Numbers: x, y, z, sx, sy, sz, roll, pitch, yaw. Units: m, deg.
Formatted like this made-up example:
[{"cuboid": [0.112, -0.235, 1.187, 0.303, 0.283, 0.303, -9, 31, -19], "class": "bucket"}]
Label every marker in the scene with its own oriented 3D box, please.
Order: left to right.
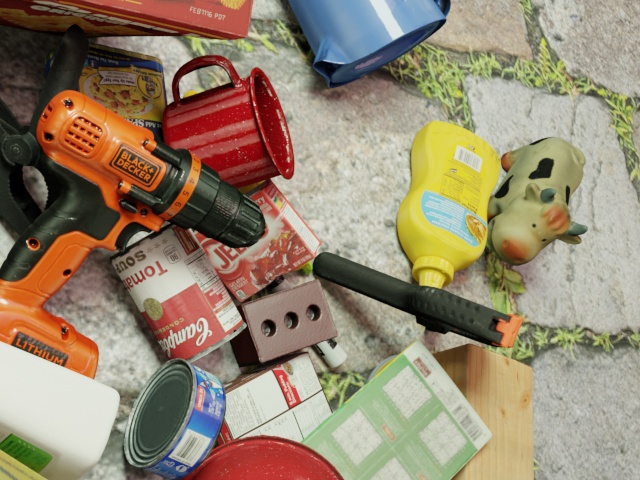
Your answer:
[{"cuboid": [-0.019, 0.063, 0.953, 0.121, 0.020, 0.020, 53, 47, -13], "class": "marker"}]

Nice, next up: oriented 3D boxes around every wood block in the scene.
[{"cuboid": [0.134, 0.212, 0.980, 0.090, 0.091, 0.206, 23, 59, -33], "class": "wood block"}]

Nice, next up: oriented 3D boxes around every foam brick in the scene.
[{"cuboid": [-0.035, 0.070, 0.900, 0.078, 0.051, 0.053, -18, 87, -28], "class": "foam brick"}]

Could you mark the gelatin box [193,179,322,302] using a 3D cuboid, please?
[{"cuboid": [-0.056, 0.001, 0.896, 0.073, 0.089, 0.030, 52, 28, -14], "class": "gelatin box"}]

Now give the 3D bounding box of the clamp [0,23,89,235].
[{"cuboid": [-0.205, -0.076, 0.773, 0.039, 0.120, 0.171, -52, 131, -60], "class": "clamp"}]

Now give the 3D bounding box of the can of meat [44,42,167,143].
[{"cuboid": [-0.170, -0.107, 0.861, 0.101, 0.058, 0.084, 6, 67, -41], "class": "can of meat"}]

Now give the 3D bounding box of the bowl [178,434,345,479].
[{"cuboid": [-0.038, 0.227, 0.800, 0.162, 0.055, 0.162, 3, 79, -15], "class": "bowl"}]

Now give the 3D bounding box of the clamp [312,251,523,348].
[{"cuboid": [0.094, 0.057, 0.947, 0.164, 0.210, 0.036, 25, 84, -25], "class": "clamp"}]

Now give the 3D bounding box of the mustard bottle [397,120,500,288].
[{"cuboid": [0.127, -0.025, 1.091, 0.096, 0.058, 0.191, 28, 56, -19], "class": "mustard bottle"}]

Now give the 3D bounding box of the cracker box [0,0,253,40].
[{"cuboid": [-0.175, -0.190, 0.780, 0.163, 0.214, 0.072, 3, 97, -42], "class": "cracker box"}]

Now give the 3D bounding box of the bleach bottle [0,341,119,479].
[{"cuboid": [-0.261, 0.082, 0.687, 0.250, 0.103, 0.068, 30, 53, -22], "class": "bleach bottle"}]

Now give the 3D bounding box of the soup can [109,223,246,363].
[{"cuboid": [-0.113, 0.041, 0.844, 0.068, 0.069, 0.102, -34, 97, -44], "class": "soup can"}]

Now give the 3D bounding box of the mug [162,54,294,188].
[{"cuboid": [-0.078, -0.092, 0.847, 0.093, 0.081, 0.117, -88, 158, -55], "class": "mug"}]

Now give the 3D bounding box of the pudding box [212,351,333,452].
[{"cuboid": [-0.041, 0.152, 0.885, 0.113, 0.039, 0.090, -23, 92, -42], "class": "pudding box"}]

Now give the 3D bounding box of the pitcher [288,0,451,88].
[{"cuboid": [0.020, -0.287, 1.056, 0.243, 0.145, 0.149, 62, 14, 0], "class": "pitcher"}]

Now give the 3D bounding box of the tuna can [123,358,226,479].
[{"cuboid": [-0.108, 0.134, 0.798, 0.033, 0.086, 0.086, 31, 55, -31], "class": "tuna can"}]

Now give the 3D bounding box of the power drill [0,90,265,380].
[{"cuboid": [-0.151, 0.011, 0.763, 0.184, 0.057, 0.187, 31, 91, -27], "class": "power drill"}]
